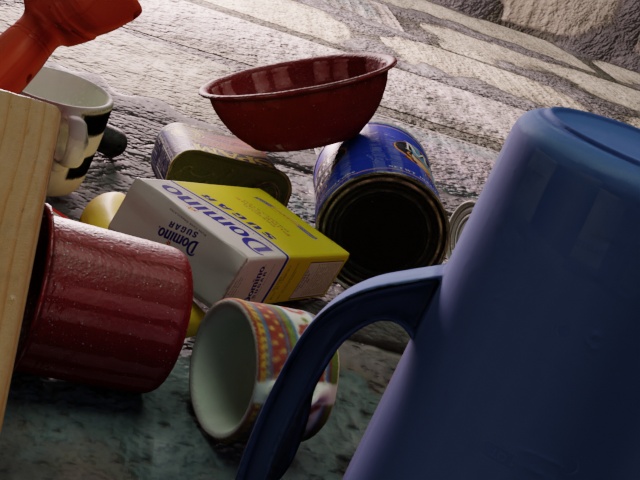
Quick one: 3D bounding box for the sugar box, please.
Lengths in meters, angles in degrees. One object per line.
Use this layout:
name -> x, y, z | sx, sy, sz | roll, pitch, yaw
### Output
sugar box -> -0.054, 0.001, 0.716 | 0.093, 0.048, 0.176 | 35, 10, 17

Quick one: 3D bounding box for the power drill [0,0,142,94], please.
power drill -> -0.195, -0.094, 0.649 | 0.057, 0.187, 0.185 | 50, -20, -27

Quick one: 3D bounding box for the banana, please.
banana -> -0.123, 0.014, 0.694 | 0.069, 0.037, 0.198 | 27, 13, -42

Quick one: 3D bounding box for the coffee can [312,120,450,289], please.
coffee can -> 0.045, -0.029, 0.859 | 0.102, 0.103, 0.140 | 18, 21, -7

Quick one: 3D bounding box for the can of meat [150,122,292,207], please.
can of meat -> -0.084, -0.053, 0.867 | 0.102, 0.057, 0.084 | 12, 19, -22

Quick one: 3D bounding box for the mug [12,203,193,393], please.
mug -> -0.123, 0.030, 0.575 | 0.081, 0.093, 0.117 | 15, 19, -26

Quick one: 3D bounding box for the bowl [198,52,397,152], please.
bowl -> -0.015, -0.109, 0.864 | 0.162, 0.055, 0.162 | -8, 17, 2

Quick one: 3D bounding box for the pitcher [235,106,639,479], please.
pitcher -> 0.075, 0.071, 0.432 | 0.149, 0.243, 0.145 | 8, 22, -33
